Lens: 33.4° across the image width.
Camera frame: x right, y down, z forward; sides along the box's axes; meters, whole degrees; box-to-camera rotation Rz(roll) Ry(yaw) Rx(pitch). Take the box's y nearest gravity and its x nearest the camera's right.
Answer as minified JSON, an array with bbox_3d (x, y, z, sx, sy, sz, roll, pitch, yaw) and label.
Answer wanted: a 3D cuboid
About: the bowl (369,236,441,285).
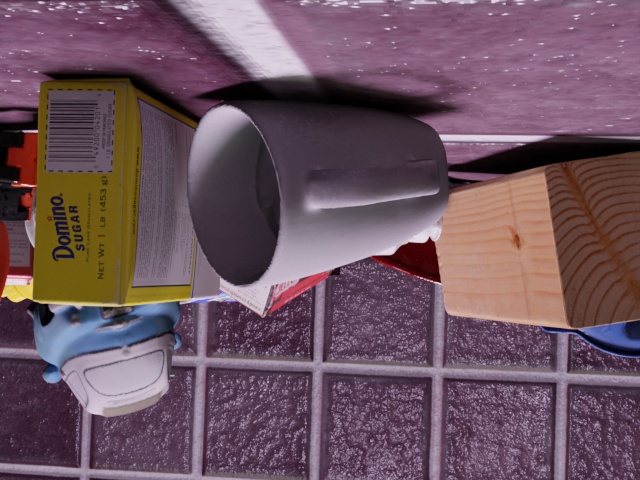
[{"bbox_3d":[0.113,-0.001,0.942,0.162,0.055,0.162,16,-169,-3],"label":"bowl"}]

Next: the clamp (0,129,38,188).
[{"bbox_3d":[-0.201,-0.046,0.585,0.120,0.039,0.172,-1,-179,-30],"label":"clamp"}]

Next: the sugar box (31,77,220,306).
[{"bbox_3d":[-0.085,-0.017,0.513,0.048,0.093,0.176,2,178,5],"label":"sugar box"}]

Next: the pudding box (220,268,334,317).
[{"bbox_3d":[-0.055,0.001,0.770,0.114,0.039,0.089,28,-151,21],"label":"pudding box"}]

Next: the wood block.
[{"bbox_3d":[0.145,0.001,0.668,0.090,0.091,0.206,-9,180,-11],"label":"wood block"}]
